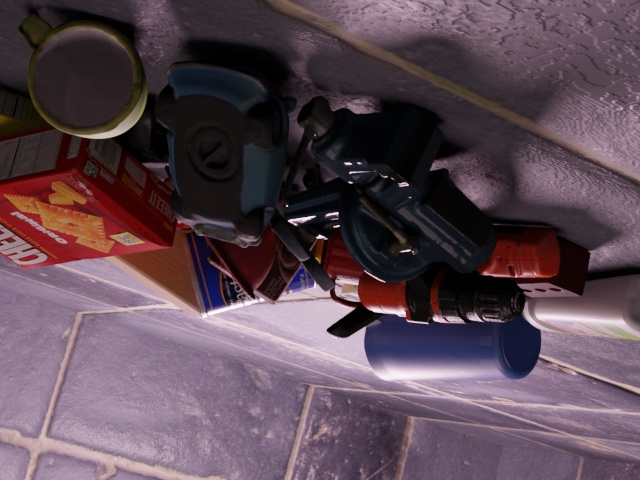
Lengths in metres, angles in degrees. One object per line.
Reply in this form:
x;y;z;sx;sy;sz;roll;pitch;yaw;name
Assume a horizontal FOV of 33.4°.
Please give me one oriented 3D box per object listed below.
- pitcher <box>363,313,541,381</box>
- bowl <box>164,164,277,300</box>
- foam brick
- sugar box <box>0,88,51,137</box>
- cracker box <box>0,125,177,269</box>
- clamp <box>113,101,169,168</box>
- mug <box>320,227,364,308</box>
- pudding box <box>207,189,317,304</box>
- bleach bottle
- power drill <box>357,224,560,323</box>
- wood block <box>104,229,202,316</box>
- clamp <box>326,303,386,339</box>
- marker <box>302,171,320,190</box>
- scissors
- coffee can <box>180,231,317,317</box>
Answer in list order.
0.196;0.146;1.538;0.148;0.145;0.243;-16;-171;-43;pitcher
-0.090;-0.021;1.073;0.162;0.055;0.162;56;179;1;bowl
0.243;0.030;1.155;0.052;0.051;0.078;22;165;-29;foam brick
-0.354;-0.120;1.132;0.176;0.048;0.093;18;138;-25;sugar box
-0.281;-0.041;1.128;0.214;0.072;0.164;-9;148;27;cracker box
-0.175;-0.104;1.088;0.172;0.039;0.120;-4;153;40;clamp
0.044;0.021;1.207;0.081;0.117;0.093;11;159;-3;mug
-0.058;0.002;1.187;0.090;0.113;0.039;33;169;4;pudding box
0.326;0.084;1.274;0.102;0.068;0.251;20;169;-18;bleach bottle
0.157;0.033;1.052;0.185;0.057;0.187;5;-163;43;power drill
-0.215;0.000;1.328;0.206;0.090;0.090;36;167;-19;wood block
0.097;0.022;1.140;0.209;0.164;0.036;2;173;-29;clamp
-0.005;-0.050;1.167;0.020;0.020;0.121;13;167;8;marker
-0.050;-0.026;1.097;0.202;0.016;0.096;51;180;30;scissors
-0.085;0.024;1.258;0.140;0.103;0.103;-15;169;-6;coffee can
